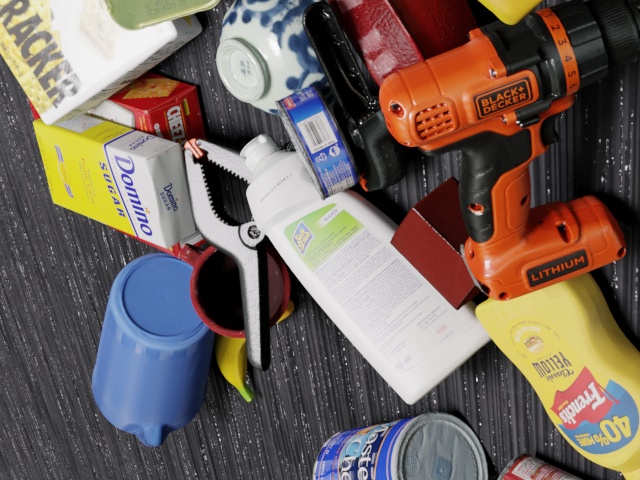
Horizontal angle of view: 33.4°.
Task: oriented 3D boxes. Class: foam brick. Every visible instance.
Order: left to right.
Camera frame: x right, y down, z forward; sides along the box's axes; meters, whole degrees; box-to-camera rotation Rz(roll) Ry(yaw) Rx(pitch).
[{"bbox_3d":[0.103,0.003,0.821,0.078,0.052,0.051,47,144,13],"label":"foam brick"}]

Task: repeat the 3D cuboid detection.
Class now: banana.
[{"bbox_3d":[-0.077,0.100,1.133,0.069,0.037,0.198,29,142,5],"label":"banana"}]

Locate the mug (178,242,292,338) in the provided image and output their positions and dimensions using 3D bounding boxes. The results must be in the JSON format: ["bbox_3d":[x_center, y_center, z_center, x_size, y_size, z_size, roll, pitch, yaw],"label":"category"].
[{"bbox_3d":[-0.081,0.036,1.010,0.117,0.093,0.081,27,-177,4],"label":"mug"}]

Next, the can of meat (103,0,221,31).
[{"bbox_3d":[-0.114,-0.207,0.843,0.102,0.084,0.057,-14,111,15],"label":"can of meat"}]

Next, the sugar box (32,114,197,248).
[{"bbox_3d":[-0.195,-0.061,1.001,0.176,0.048,0.093,21,130,41],"label":"sugar box"}]

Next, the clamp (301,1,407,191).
[{"bbox_3d":[0.038,-0.085,0.790,0.120,0.039,0.171,60,177,39],"label":"clamp"}]

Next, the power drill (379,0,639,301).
[{"bbox_3d":[0.142,-0.058,0.667,0.057,0.184,0.187,-105,-5,-50],"label":"power drill"}]

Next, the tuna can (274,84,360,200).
[{"bbox_3d":[-0.002,-0.076,0.823,0.086,0.033,0.086,64,179,2],"label":"tuna can"}]

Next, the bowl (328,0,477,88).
[{"bbox_3d":[0.059,-0.148,0.715,0.162,0.055,0.162,56,176,5],"label":"bowl"}]

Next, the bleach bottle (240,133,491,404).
[{"bbox_3d":[0.029,0.008,0.875,0.251,0.102,0.068,50,-176,11],"label":"bleach bottle"}]

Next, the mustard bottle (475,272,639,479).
[{"bbox_3d":[0.201,0.107,0.784,0.191,0.058,0.096,55,141,1],"label":"mustard bottle"}]

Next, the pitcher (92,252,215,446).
[{"bbox_3d":[-0.177,0.102,1.148,0.149,0.144,0.243,41,151,10],"label":"pitcher"}]

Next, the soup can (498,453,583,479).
[{"bbox_3d":[0.199,0.226,0.875,0.102,0.068,0.068,20,132,39],"label":"soup can"}]

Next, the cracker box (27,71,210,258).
[{"bbox_3d":[-0.201,-0.094,1.089,0.214,0.072,0.164,22,133,40],"label":"cracker box"}]

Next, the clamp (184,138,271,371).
[{"bbox_3d":[-0.056,0.001,0.944,0.210,0.036,0.165,46,104,7],"label":"clamp"}]

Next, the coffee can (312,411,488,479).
[{"bbox_3d":[0.072,0.218,0.990,0.103,0.102,0.141,58,145,-4],"label":"coffee can"}]
